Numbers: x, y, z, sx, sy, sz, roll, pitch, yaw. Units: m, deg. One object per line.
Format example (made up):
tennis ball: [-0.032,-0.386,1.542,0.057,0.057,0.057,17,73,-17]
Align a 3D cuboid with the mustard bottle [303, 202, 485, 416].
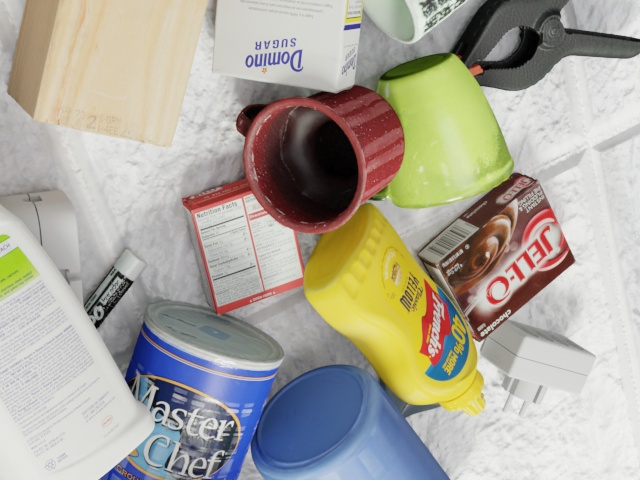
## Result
mustard bottle: [0.068,0.068,0.815,0.191,0.058,0.096,49,40,-24]

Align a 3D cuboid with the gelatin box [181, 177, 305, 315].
gelatin box: [-0.055,0.001,0.778,0.073,0.030,0.089,-19,115,-17]

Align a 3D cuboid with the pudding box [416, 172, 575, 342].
pudding box: [0.145,0.013,0.870,0.113,0.039,0.090,-37,119,-9]

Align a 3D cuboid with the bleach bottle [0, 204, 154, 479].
bleach bottle: [-0.193,0.034,0.637,0.102,0.068,0.251,-38,118,-37]

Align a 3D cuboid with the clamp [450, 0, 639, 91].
clamp: [0.179,-0.160,0.827,0.171,0.039,0.120,-35,114,-3]

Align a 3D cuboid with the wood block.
wood block: [-0.119,-0.172,0.652,0.090,0.091,0.206,10,103,-28]

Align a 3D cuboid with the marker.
marker: [-0.166,0.059,0.752,0.020,0.020,0.121,38,89,-30]

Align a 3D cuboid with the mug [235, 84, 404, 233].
mug: [-0.003,-0.065,0.738,0.081,0.117,0.093,-33,143,-55]

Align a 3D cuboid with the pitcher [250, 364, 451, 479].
pitcher: [0.042,0.219,0.822,0.145,0.149,0.242,-27,122,8]

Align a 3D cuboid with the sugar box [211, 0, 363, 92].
sugar box: [-0.016,-0.191,0.696,0.093,0.048,0.176,12,110,18]

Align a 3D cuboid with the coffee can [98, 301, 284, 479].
coffee can: [-0.097,0.127,0.760,0.102,0.103,0.140,15,101,-29]
